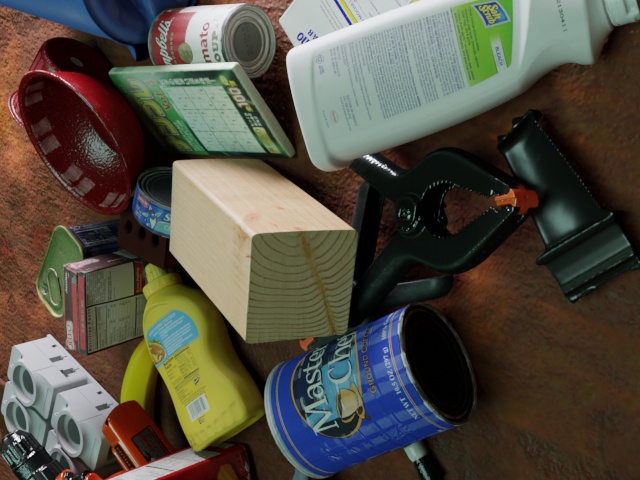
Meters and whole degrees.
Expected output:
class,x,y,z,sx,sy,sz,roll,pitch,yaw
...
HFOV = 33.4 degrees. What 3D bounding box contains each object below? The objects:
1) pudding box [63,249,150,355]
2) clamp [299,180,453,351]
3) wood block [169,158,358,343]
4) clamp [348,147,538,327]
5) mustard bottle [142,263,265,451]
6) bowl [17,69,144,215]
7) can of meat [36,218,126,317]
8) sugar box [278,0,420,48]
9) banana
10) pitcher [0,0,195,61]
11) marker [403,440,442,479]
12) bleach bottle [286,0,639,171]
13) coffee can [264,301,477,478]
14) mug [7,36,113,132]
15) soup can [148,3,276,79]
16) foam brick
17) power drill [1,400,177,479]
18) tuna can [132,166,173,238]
class,x,y,z,sx,sy,sz,roll,pitch,yaw
pudding box,-0.211,0.060,1.099,0.039,0.113,0.090,15,109,37
clamp,0.041,0.045,0.906,0.120,0.039,0.172,53,130,35
wood block,-0.055,0.001,0.903,0.206,0.090,0.091,-141,53,-59
clamp,0.072,-0.028,0.822,0.210,0.036,0.164,-19,78,47
mustard bottle,-0.130,0.107,1.070,0.096,0.058,0.192,-39,73,40
bowl,-0.224,-0.106,1.050,0.162,0.055,0.162,31,142,27
can of meat,-0.247,0.027,1.146,0.057,0.083,0.102,46,127,27
sugar box,0.046,-0.198,0.846,0.177,0.048,0.093,-45,68,44
banana,-0.187,0.200,1.164,0.070,0.037,0.198,-7,96,22
pitcher,-0.242,-0.281,1.046,0.243,0.144,0.149,20,81,43
marker,0.070,0.158,0.918,0.020,0.020,0.121,-43,70,40
bleach bottle,0.103,-0.128,0.764,0.251,0.068,0.102,-13,94,26
coffee can,0.040,0.122,0.862,0.141,0.102,0.103,-28,79,30
mug,-0.271,-0.167,1.135,0.082,0.093,0.117,-53,27,32
soup can,-0.099,-0.180,0.971,0.102,0.068,0.068,8,104,42
foam brick,-0.161,-0.011,1.079,0.078,0.051,0.053,23,114,38
power drill,-0.245,0.249,1.147,0.188,0.057,0.184,-40,88,32
tuna can,-0.137,-0.036,1.027,0.086,0.085,0.034,38,124,32
